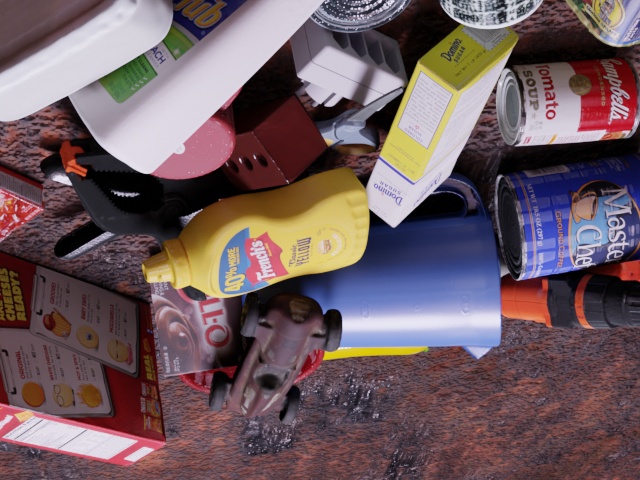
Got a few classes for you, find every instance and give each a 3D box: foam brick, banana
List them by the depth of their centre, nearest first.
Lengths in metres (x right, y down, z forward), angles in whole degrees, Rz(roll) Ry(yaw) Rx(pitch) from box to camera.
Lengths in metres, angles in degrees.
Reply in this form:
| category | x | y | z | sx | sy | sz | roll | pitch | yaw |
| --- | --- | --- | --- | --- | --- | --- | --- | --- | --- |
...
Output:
| category | x | y | z | sx | sy | sz | roll | pitch | yaw |
| --- | --- | --- | --- | --- | --- | --- | --- | --- | --- |
| foam brick | -0.043 | -0.076 | 0.848 | 0.078 | 0.051 | 0.053 | -6 | 124 | 56 |
| banana | 0.045 | 0.121 | 1.229 | 0.197 | 0.037 | 0.070 | 0 | 145 | -16 |

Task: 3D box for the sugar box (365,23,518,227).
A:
| category | x | y | z | sx | sy | sz | roll | pitch | yaw |
| --- | --- | --- | --- | --- | --- | --- | --- | --- | --- |
| sugar box | 0.093 | -0.096 | 0.867 | 0.093 | 0.048 | 0.176 | -42 | 166 | -35 |

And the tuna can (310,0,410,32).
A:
| category | x | y | z | sx | sy | sz | roll | pitch | yaw |
| --- | --- | --- | --- | --- | --- | --- | --- | --- | --- |
| tuna can | 0.025 | -0.188 | 0.756 | 0.086 | 0.034 | 0.086 | -7 | 147 | -5 |

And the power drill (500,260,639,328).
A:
| category | x | y | z | sx | sy | sz | roll | pitch | yaw |
| --- | --- | --- | --- | --- | --- | --- | --- | --- | --- |
| power drill | 0.293 | 0.044 | 1.058 | 0.185 | 0.057 | 0.187 | 4 | -169 | 45 |

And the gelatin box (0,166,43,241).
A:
| category | x | y | z | sx | sy | sz | roll | pitch | yaw |
| --- | --- | --- | --- | --- | --- | --- | --- | --- | --- |
| gelatin box | -0.293 | -0.029 | 0.913 | 0.089 | 0.030 | 0.073 | -31 | 142 | 28 |

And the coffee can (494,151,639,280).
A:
| category | x | y | z | sx | sy | sz | roll | pitch | yaw |
| --- | --- | --- | --- | --- | --- | --- | --- | --- | --- |
| coffee can | 0.245 | -0.023 | 1.005 | 0.140 | 0.103 | 0.103 | -9 | 147 | -2 |

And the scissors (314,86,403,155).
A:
| category | x | y | z | sx | sy | sz | roll | pitch | yaw |
| --- | --- | --- | --- | --- | --- | --- | --- | --- | --- |
| scissors | 0.037 | -0.092 | 0.850 | 0.096 | 0.016 | 0.202 | 4 | 172 | -34 |

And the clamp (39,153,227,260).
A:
| category | x | y | z | sx | sy | sz | roll | pitch | yaw |
| --- | --- | --- | --- | --- | --- | --- | --- | --- | --- |
| clamp | -0.159 | -0.041 | 0.925 | 0.171 | 0.039 | 0.120 | -15 | 147 | -7 |

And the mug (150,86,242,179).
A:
| category | x | y | z | sx | sy | sz | roll | pitch | yaw |
| --- | --- | --- | --- | --- | --- | --- | --- | --- | --- |
| mug | -0.099 | -0.106 | 0.803 | 0.117 | 0.081 | 0.093 | -29 | 143 | 27 |

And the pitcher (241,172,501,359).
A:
| category | x | y | z | sx | sy | sz | roll | pitch | yaw |
| --- | --- | --- | --- | --- | --- | --- | --- | --- | --- |
| pitcher | 0.049 | 0.032 | 1.018 | 0.243 | 0.149 | 0.145 | -4 | 156 | 3 |

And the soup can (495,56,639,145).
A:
| category | x | y | z | sx | sy | sz | roll | pitch | yaw |
| --- | --- | --- | --- | --- | --- | --- | --- | --- | --- |
| soup can | 0.204 | -0.115 | 0.886 | 0.102 | 0.068 | 0.068 | -5 | 147 | -8 |

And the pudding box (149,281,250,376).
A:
| category | x | y | z | sx | sy | sz | roll | pitch | yaw |
| --- | --- | --- | --- | --- | --- | --- | --- | --- | --- |
| pudding box | -0.117 | 0.071 | 1.052 | 0.090 | 0.039 | 0.113 | -8 | 105 | -4 |

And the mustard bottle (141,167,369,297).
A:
| category | x | y | z | sx | sy | sz | roll | pitch | yaw |
| --- | --- | --- | --- | --- | --- | --- | --- | --- | --- |
| mustard bottle | -0.056 | 0.001 | 0.897 | 0.191 | 0.058 | 0.096 | -15 | 141 | -18 |

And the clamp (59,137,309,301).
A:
| category | x | y | z | sx | sy | sz | roll | pitch | yaw |
| --- | --- | --- | --- | --- | --- | --- | --- | --- | --- |
| clamp | -0.119 | -0.040 | 0.890 | 0.165 | 0.036 | 0.209 | -44 | 135 | 14 |

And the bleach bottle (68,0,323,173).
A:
| category | x | y | z | sx | sy | sz | roll | pitch | yaw |
| --- | --- | --- | --- | --- | --- | --- | --- | --- | --- |
| bleach bottle | -0.057 | -0.162 | 0.705 | 0.251 | 0.103 | 0.068 | -42 | 144 | 10 |

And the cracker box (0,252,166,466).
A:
| category | x | y | z | sx | sy | sz | roll | pitch | yaw |
| --- | --- | --- | --- | --- | --- | --- | --- | --- | --- |
| cracker box | -0.256 | 0.115 | 1.020 | 0.072 | 0.164 | 0.213 | -36 | 140 | 30 |
